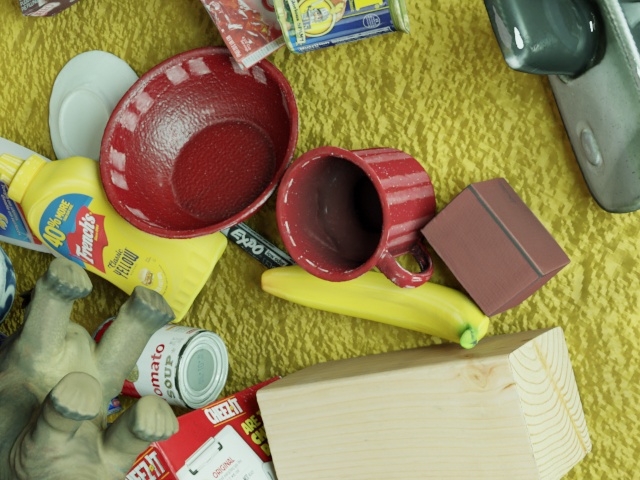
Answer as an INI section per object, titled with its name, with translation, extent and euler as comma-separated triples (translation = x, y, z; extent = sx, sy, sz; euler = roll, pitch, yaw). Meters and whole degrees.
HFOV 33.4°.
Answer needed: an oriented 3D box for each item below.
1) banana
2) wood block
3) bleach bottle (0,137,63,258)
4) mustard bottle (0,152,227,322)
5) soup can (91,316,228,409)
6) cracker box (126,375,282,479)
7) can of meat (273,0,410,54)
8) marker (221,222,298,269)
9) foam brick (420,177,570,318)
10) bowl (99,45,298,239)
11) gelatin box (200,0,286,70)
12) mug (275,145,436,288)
[banana]
translation = 0.047, 0.042, 0.763
extent = 0.198, 0.069, 0.037
euler = 11, 88, 41
[wood block]
translation = 0.069, 0.125, 0.749
extent = 0.206, 0.090, 0.091
euler = -14, 91, 35
[bleach bottle]
translation = -0.277, -0.046, 0.972
extent = 0.251, 0.068, 0.102
euler = 15, 119, 30
[mustard bottle]
translation = -0.176, -0.014, 0.862
extent = 0.191, 0.058, 0.096
euler = 31, 135, -5
[soup can]
translation = -0.137, 0.103, 0.901
extent = 0.102, 0.068, 0.068
euler = 5, 101, 33
[cracker box]
translation = -0.039, 0.224, 0.797
extent = 0.072, 0.163, 0.214
euler = -42, 75, 30
[can of meat]
translation = 0.010, -0.185, 0.735
extent = 0.084, 0.057, 0.102
euler = -11, 93, 12
[marker]
translation = -0.056, 0.001, 0.855
extent = 0.121, 0.020, 0.020
euler = 36, 117, 24
[foam brick]
translation = 0.118, 0.004, 0.715
extent = 0.051, 0.052, 0.078
euler = -46, 71, 31
[bowl]
translation = -0.085, -0.066, 0.817
extent = 0.162, 0.055, 0.162
euler = -7, 66, 16
[gelatin box]
translation = -0.050, -0.184, 0.792
extent = 0.073, 0.030, 0.089
euler = -31, 80, 3
[mug]
translation = 0.037, -0.015, 0.750
extent = 0.117, 0.081, 0.093
euler = 48, 121, 18
